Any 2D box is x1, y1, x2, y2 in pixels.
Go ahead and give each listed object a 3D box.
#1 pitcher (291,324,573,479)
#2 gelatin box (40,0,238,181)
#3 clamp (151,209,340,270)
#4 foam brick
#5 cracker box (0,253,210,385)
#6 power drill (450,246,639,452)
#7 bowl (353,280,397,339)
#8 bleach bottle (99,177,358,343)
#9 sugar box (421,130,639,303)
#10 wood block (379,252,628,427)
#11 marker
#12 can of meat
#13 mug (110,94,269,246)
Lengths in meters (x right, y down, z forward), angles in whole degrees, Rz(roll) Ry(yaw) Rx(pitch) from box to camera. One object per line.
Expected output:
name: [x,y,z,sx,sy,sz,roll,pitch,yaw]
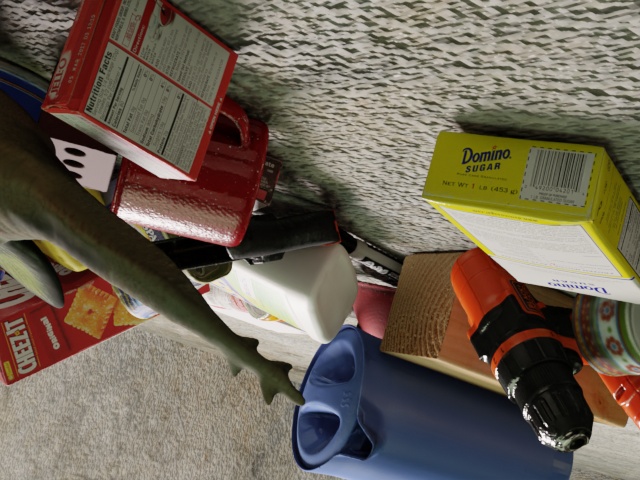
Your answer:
pitcher: [0.102,0.170,0.981,0.242,0.149,0.145,21,148,-20]
gelatin box: [-0.087,-0.079,0.528,0.030,0.073,0.089,8,166,38]
clamp: [-0.055,0.001,0.790,0.120,0.039,0.171,-4,-179,34]
foam brick: [-0.154,-0.072,0.694,0.053,0.051,0.078,16,161,-10]
cracker box: [-0.239,0.041,1.013,0.213,0.072,0.164,-24,-154,-32]
power drill: [0.195,0.093,0.790,0.187,0.057,0.184,22,-149,-33]
bowl: [0.097,0.080,1.027,0.162,0.055,0.162,13,177,1]
bleach bottle: [-0.094,0.003,0.926,0.251,0.068,0.102,21,157,23]
sugar box: [0.135,-0.010,0.614,0.093,0.048,0.176,11,171,29]
wood block: [0.168,0.086,0.915,0.205,0.090,0.091,22,168,-25]
marker: [0.046,0.015,0.932,0.020,0.020,0.121,6,164,45]
can of meat: [-0.132,0.003,0.859,0.084,0.102,0.057,-32,176,34]
mug: [-0.077,-0.051,0.649,0.081,0.093,0.117,14,141,-9]
